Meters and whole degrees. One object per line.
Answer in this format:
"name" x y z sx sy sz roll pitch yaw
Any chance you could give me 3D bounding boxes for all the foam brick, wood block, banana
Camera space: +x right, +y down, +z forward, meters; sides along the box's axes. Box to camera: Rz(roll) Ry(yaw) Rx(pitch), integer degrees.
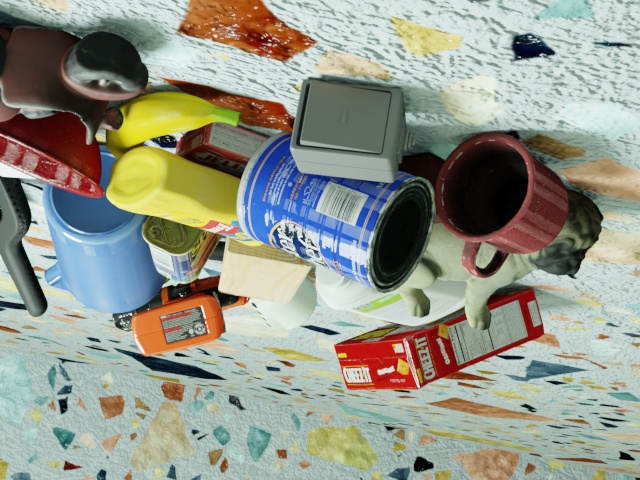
"foam brick" 0.081 -0.045 0.979 0.078 0.051 0.052 -5 159 43
"wood block" -0.057 0.001 1.161 0.090 0.091 0.206 10 165 -6
"banana" -0.151 -0.098 0.946 0.069 0.037 0.198 34 156 -29

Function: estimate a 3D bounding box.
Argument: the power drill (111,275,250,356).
"power drill" -0.181 0.090 1.320 0.184 0.057 0.187 -16 -171 2

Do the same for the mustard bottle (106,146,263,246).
"mustard bottle" -0.095 -0.034 0.991 0.191 0.058 0.096 17 165 -41

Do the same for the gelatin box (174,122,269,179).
"gelatin box" -0.081 -0.080 0.993 0.089 0.030 0.073 17 163 -26

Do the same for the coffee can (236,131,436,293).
"coffee can" 0.013 -0.026 0.920 0.140 0.103 0.102 22 173 30

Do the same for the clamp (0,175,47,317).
"clamp" -0.366 -0.011 1.224 0.164 0.036 0.210 36 135 7

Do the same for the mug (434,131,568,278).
"mug" 0.153 -0.024 0.898 0.093 0.117 0.081 17 178 40

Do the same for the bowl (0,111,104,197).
"bowl" -0.260 -0.097 0.963 0.162 0.055 0.162 22 170 4

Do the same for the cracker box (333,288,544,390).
"cracker box" 0.152 0.128 1.357 0.213 0.072 0.164 -18 -179 -31

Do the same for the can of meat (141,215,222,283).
"can of meat" -0.135 -0.015 1.099 0.057 0.102 0.084 26 157 9

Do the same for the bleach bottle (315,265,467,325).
"bleach bottle" 0.074 0.044 1.152 0.103 0.068 0.250 -29 159 22

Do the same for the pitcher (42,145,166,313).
"pitcher" -0.224 -0.016 1.170 0.145 0.149 0.243 25 162 2
